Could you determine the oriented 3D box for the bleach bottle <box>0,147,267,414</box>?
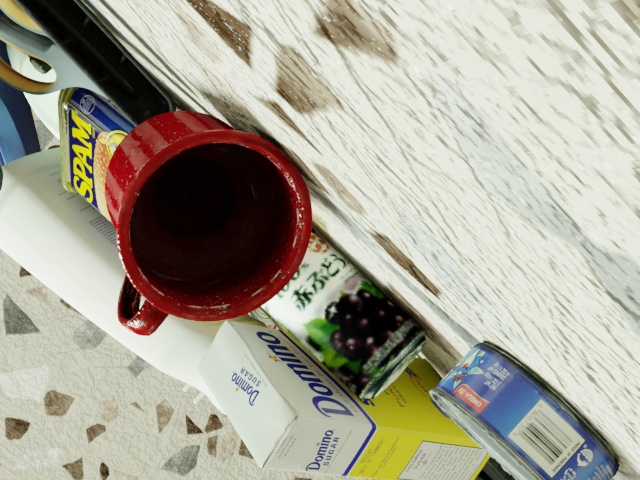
[{"bbox_3d":[-0.115,0.041,0.731,0.251,0.068,0.102,41,-154,8],"label":"bleach bottle"}]

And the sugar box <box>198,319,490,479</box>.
[{"bbox_3d":[0.020,0.102,0.660,0.175,0.048,0.093,18,-159,-41],"label":"sugar box"}]

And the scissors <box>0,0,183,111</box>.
[{"bbox_3d":[-0.121,-0.107,0.597,0.202,0.016,0.096,17,127,26],"label":"scissors"}]

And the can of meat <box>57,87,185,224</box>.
[{"bbox_3d":[-0.115,-0.051,0.671,0.084,0.057,0.102,38,142,24],"label":"can of meat"}]

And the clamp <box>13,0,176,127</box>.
[{"bbox_3d":[-0.158,-0.143,0.539,0.210,0.036,0.164,42,172,28],"label":"clamp"}]

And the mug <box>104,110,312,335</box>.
[{"bbox_3d":[-0.066,-0.007,0.528,0.093,0.117,0.082,25,-172,-26],"label":"mug"}]

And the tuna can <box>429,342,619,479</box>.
[{"bbox_3d":[0.092,0.086,0.483,0.086,0.033,0.086,43,174,5],"label":"tuna can"}]
